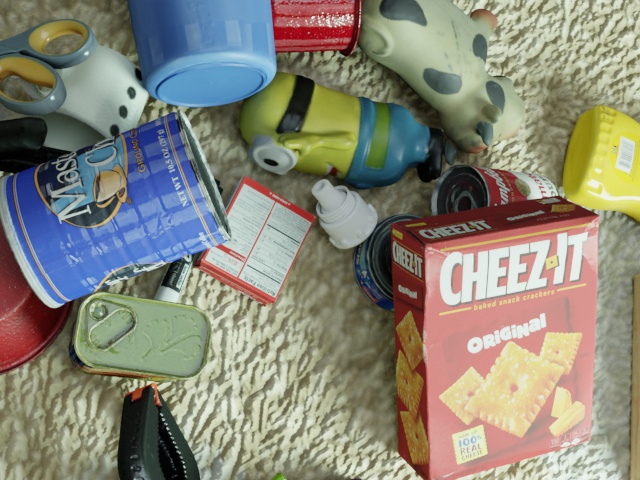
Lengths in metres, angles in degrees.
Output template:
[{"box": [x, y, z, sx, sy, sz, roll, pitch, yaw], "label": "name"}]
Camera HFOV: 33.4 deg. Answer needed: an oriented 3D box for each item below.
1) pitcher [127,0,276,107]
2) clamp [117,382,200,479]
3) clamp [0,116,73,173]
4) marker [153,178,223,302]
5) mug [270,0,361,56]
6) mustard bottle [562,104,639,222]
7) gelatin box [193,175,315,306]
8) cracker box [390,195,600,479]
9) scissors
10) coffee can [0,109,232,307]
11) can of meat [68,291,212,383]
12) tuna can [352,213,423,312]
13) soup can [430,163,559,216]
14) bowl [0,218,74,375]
[{"box": [-0.105, -0.241, 0.864, 0.148, 0.145, 0.243, 4, 72, -49], "label": "pitcher"}, {"box": [-0.109, 0.215, 0.820, 0.036, 0.164, 0.210, -23, 63, 14], "label": "clamp"}, {"box": [-0.264, -0.069, 0.829, 0.172, 0.120, 0.039, 4, 74, 16], "label": "clamp"}, {"box": [-0.111, 0.002, 0.901, 0.020, 0.020, 0.121, 25, 72, -12], "label": "marker"}, {"box": [-0.017, -0.220, 0.941, 0.081, 0.093, 0.117, -5, 94, -15], "label": "mug"}, {"box": [0.334, -0.056, 1.040, 0.191, 0.058, 0.096, 19, 72, -13], "label": "mustard bottle"}, {"box": [-0.056, 0.001, 0.914, 0.073, 0.030, 0.089, 30, 71, -12], "label": "gelatin box"}, {"box": [0.148, 0.082, 0.896, 0.164, 0.072, 0.214, -10, 110, -20], "label": "cracker box"}, {"box": [-0.248, -0.156, 0.825, 0.096, 0.016, 0.202, -44, 54, -16], "label": "scissors"}, {"box": [-0.148, -0.023, 0.778, 0.140, 0.103, 0.103, -21, 85, 0], "label": "coffee can"}, {"box": [-0.145, 0.079, 0.837, 0.102, 0.084, 0.057, 10, 75, -16], "label": "can of meat"}, {"box": [0.074, 0.020, 0.950, 0.086, 0.034, 0.086, 4, 77, -18], "label": "tuna can"}, {"box": [0.158, -0.031, 0.956, 0.102, 0.069, 0.068, 3, 76, -39], "label": "soup can"}, {"box": [-0.268, 0.025, 0.825, 0.162, 0.055, 0.162, 4, 77, -17], "label": "bowl"}]
